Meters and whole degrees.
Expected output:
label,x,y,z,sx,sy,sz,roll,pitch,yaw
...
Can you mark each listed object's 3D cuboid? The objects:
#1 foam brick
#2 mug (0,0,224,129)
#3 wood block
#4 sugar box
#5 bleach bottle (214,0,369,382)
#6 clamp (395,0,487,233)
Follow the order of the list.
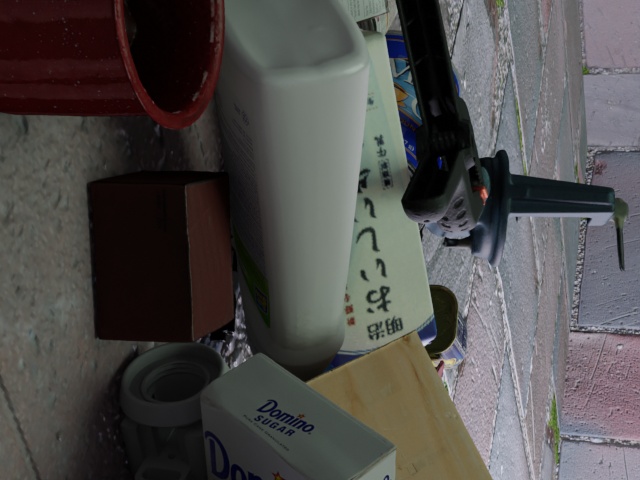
label,x,y,z,sx,sy,sz,roll,pitch,yaw
foam brick,-0.076,0.007,0.523,0.051,0.053,0.078,-25,116,-69
mug,-0.094,-0.100,0.412,0.093,0.082,0.117,-59,146,-56
wood block,0.047,0.167,0.578,0.090,0.091,0.206,-22,80,-30
sugar box,-0.011,0.150,0.515,0.048,0.093,0.176,-30,132,-33
bleach bottle,-0.019,-0.013,0.580,0.251,0.068,0.103,92,-21,-44
clamp,0.078,-0.072,0.683,0.209,0.036,0.164,36,50,-70
